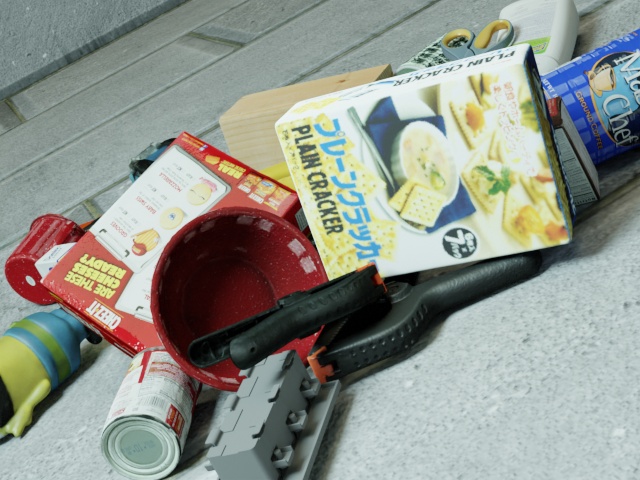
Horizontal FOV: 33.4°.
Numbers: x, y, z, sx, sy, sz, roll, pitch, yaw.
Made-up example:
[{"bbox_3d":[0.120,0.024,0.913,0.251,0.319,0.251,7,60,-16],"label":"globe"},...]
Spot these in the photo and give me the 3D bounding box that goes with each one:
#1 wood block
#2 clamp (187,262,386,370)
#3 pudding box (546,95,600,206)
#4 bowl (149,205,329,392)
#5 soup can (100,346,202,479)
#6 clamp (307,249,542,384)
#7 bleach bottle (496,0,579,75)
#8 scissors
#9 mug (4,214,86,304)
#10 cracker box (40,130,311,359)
[{"bbox_3d":[-0.008,-0.145,1.326,0.206,0.090,0.090,-9,24,26],"label":"wood block"},{"bbox_3d":[-0.019,0.062,0.850,0.171,0.039,0.120,-26,11,-15],"label":"clamp"},{"bbox_3d":[0.189,-0.068,0.948,0.090,0.113,0.039,-16,50,23],"label":"pudding box"},{"bbox_3d":[-0.074,0.054,0.941,0.162,0.162,0.055,-35,2,-20],"label":"bowl"},{"bbox_3d":[-0.141,0.145,0.900,0.068,0.068,0.102,-20,24,14],"label":"soup can"},{"bbox_3d":[0.077,0.053,0.903,0.165,0.036,0.209,0,31,48],"label":"clamp"},{"bbox_3d":[0.247,-0.215,1.271,0.103,0.068,0.250,-14,28,28],"label":"bleach bottle"},{"bbox_3d":[0.156,-0.201,1.240,0.096,0.016,0.201,10,45,39],"label":"scissors"},{"bbox_3d":[-0.339,0.021,1.342,0.117,0.093,0.081,-45,12,40],"label":"mug"},{"bbox_3d":[-0.136,0.014,1.039,0.164,0.072,0.213,29,69,29],"label":"cracker box"}]
